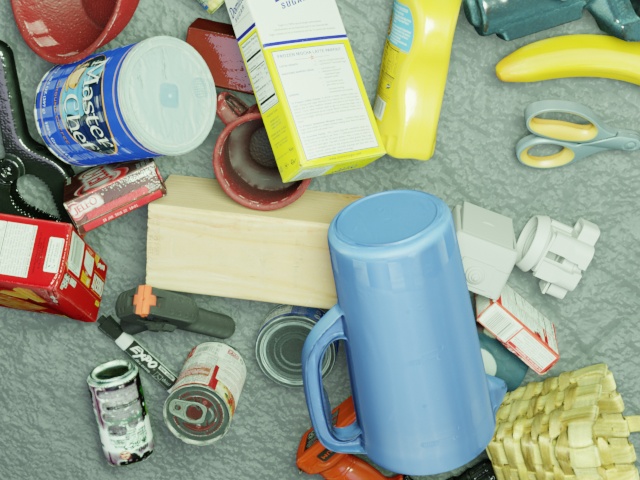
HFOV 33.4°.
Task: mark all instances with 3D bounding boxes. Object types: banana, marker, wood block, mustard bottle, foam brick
[{"bbox_3d":[0.259,-0.153,0.955,0.198,0.069,0.037,15,149,8],"label":"banana"},{"bbox_3d":[-0.190,0.123,1.134,0.020,0.020,0.121,-42,101,19],"label":"marker"},{"bbox_3d":[-0.057,0.002,1.034,0.206,0.090,0.090,7,112,4],"label":"wood block"},{"bbox_3d":[0.087,-0.174,0.947,0.058,0.096,0.192,5,111,-11],"label":"mustard bottle"},{"bbox_3d":[-0.085,-0.171,0.992,0.078,0.053,0.051,13,112,2],"label":"foam brick"}]

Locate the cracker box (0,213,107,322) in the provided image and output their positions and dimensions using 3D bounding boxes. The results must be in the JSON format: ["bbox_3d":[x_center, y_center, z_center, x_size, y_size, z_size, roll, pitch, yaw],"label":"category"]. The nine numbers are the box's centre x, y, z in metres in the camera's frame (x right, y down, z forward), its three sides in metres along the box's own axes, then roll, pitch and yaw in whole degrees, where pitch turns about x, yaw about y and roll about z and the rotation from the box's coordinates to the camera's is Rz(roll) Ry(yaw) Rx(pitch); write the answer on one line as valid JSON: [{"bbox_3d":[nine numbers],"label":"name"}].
[{"bbox_3d":[-0.330,0.021,1.031,0.213,0.164,0.072,8,76,3],"label":"cracker box"}]

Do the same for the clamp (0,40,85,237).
[{"bbox_3d":[-0.304,-0.083,1.058,0.210,0.036,0.165,43,108,-12],"label":"clamp"}]

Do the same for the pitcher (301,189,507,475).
[{"bbox_3d":[0.069,0.084,0.955,0.145,0.149,0.243,9,127,32],"label":"pitcher"}]

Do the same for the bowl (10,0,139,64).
[{"bbox_3d":[-0.209,-0.237,0.957,0.162,0.055,0.162,2,93,38],"label":"bowl"}]

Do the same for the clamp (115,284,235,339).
[{"bbox_3d":[-0.163,0.073,1.050,0.120,0.171,0.039,-6,73,12],"label":"clamp"}]

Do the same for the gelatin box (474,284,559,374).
[{"bbox_3d":[0.192,0.081,1.045,0.089,0.073,0.030,40,111,-10],"label":"gelatin box"}]

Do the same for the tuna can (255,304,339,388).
[{"bbox_3d":[-0.024,0.109,1.101,0.086,0.033,0.086,2,111,6],"label":"tuna can"}]

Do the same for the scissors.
[{"bbox_3d":[0.270,-0.084,0.998,0.201,0.016,0.096,15,145,-19],"label":"scissors"}]

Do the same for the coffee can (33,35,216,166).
[{"bbox_3d":[-0.177,-0.122,0.961,0.141,0.102,0.103,-2,115,45],"label":"coffee can"}]

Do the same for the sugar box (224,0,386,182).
[{"bbox_3d":[-0.014,-0.146,0.941,0.048,0.093,0.176,-32,74,55],"label":"sugar box"}]

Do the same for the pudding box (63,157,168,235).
[{"bbox_3d":[-0.195,-0.050,1.006,0.090,0.113,0.039,-25,106,-6],"label":"pudding box"}]

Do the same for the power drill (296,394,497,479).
[{"bbox_3d":[0.082,0.247,1.129,0.185,0.057,0.187,-42,101,19],"label":"power drill"}]

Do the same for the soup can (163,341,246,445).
[{"bbox_3d":[-0.116,0.154,1.092,0.068,0.102,0.068,2,111,5],"label":"soup can"}]

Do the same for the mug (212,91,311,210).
[{"bbox_3d":[-0.057,-0.093,1.002,0.093,0.081,0.117,-42,101,19],"label":"mug"}]
